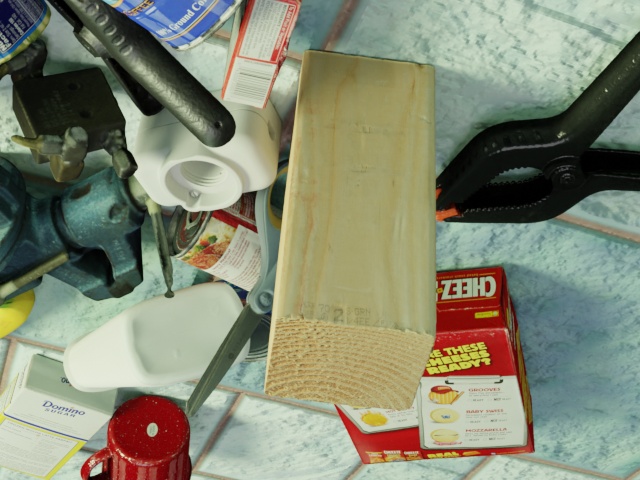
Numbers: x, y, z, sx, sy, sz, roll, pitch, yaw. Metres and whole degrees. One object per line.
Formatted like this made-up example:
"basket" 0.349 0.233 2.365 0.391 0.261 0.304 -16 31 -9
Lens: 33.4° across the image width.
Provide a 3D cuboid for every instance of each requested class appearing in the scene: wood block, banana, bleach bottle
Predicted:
"wood block" 0.021 -0.010 0.662 0.090 0.206 0.091 6 143 -2
"banana" -0.298 0.069 0.929 0.069 0.037 0.198 -3 161 -43
"bleach bottle" -0.151 0.090 0.892 0.102 0.068 0.251 -13 176 -27

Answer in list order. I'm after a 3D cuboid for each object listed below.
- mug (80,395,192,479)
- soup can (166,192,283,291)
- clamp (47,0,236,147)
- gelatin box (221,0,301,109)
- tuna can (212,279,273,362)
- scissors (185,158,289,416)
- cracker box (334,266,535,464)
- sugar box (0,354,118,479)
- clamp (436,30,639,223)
"mug" -0.183 0.212 1.066 0.117 0.093 0.082 -16 144 -23
"soup can" -0.055 0.001 0.800 0.102 0.068 0.069 26 138 -27
"clamp" -0.128 -0.126 0.647 0.171 0.039 0.120 50 162 -24
"gelatin box" -0.032 -0.133 0.617 0.030 0.073 0.089 12 141 -11
"tuna can" -0.068 0.069 0.918 0.086 0.033 0.086 3 143 2
"scissors" -0.047 0.022 0.756 0.096 0.201 0.016 55 157 -21
"cracker box" 0.094 0.114 0.929 0.164 0.072 0.213 -6 140 14
"sugar box" -0.282 0.182 1.083 0.093 0.048 0.176 24 135 -23
"clamp" 0.166 -0.062 0.717 0.210 0.036 0.164 -14 139 23
